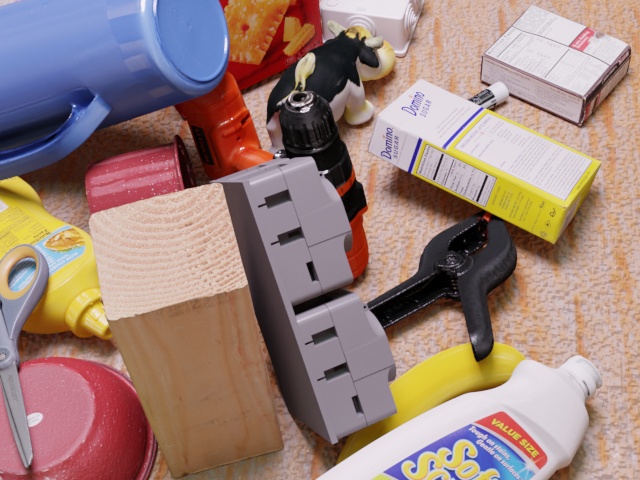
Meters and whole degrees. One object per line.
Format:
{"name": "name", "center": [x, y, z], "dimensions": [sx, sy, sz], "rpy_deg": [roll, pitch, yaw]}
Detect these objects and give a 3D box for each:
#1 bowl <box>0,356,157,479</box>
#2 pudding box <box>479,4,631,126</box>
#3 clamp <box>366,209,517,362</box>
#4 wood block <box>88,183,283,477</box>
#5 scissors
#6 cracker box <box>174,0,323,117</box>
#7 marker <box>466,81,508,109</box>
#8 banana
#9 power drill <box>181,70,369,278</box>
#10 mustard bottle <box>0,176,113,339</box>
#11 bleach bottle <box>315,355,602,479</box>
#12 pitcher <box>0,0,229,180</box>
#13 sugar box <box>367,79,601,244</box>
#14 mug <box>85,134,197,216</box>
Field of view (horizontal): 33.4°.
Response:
{"name": "bowl", "center": [-0.205, 0.143, 0.790], "dimensions": [0.162, 0.055, 0.162], "rpy_deg": [-3, 52, 4]}
{"name": "pudding box", "center": [0.220, -0.167, 1.003], "dimensions": [0.114, 0.039, 0.090], "rpy_deg": [29, 60, 28]}
{"name": "clamp", "center": [0.112, 0.034, 0.836], "dimensions": [0.120, 0.039, 0.171], "rpy_deg": [19, 49, 36]}
{"name": "wood block", "center": [-0.088, 0.069, 0.739], "dimensions": [0.090, 0.206, 0.091], "rpy_deg": [-14, 52, -6]}
{"name": "scissors", "center": [-0.222, 0.072, 0.796], "dimensions": [0.096, 0.016, 0.202], "rpy_deg": [-40, 51, -9]}
{"name": "cracker box", "center": [-0.086, -0.237, 0.977], "dimensions": [0.164, 0.214, 0.072], "rpy_deg": [-28, 54, -16]}
{"name": "marker", "center": [0.121, -0.111, 0.981], "dimensions": [0.121, 0.020, 0.020], "rpy_deg": [-30, 55, -17]}
{"name": "banana", "center": [0.080, 0.125, 0.786], "dimensions": [0.197, 0.037, 0.070], "rpy_deg": [-28, 54, -15]}
{"name": "power drill", "center": [-0.039, -0.070, 0.873], "dimensions": [0.057, 0.184, 0.188], "rpy_deg": [-33, 46, -20]}
{"name": "mustard bottle", "center": [-0.234, 0.023, 0.885], "dimensions": [0.192, 0.058, 0.096], "rpy_deg": [35, 60, 28]}
{"name": "bleach bottle", "center": [0.092, 0.152, 0.734], "dimensions": [0.250, 0.068, 0.102], "rpy_deg": [-33, 88, -21]}
{"name": "pitcher", "center": [-0.202, -0.143, 0.893], "dimensions": [0.243, 0.149, 0.144], "rpy_deg": [-8, 9, 33]}
{"name": "sugar box", "center": [0.138, -0.070, 0.902], "dimensions": [0.176, 0.048, 0.093], "rpy_deg": [26, 38, 18]}
{"name": "mug", "center": [-0.146, -0.024, 0.905], "dimensions": [0.081, 0.093, 0.117], "rpy_deg": [-13, 88, 1]}
